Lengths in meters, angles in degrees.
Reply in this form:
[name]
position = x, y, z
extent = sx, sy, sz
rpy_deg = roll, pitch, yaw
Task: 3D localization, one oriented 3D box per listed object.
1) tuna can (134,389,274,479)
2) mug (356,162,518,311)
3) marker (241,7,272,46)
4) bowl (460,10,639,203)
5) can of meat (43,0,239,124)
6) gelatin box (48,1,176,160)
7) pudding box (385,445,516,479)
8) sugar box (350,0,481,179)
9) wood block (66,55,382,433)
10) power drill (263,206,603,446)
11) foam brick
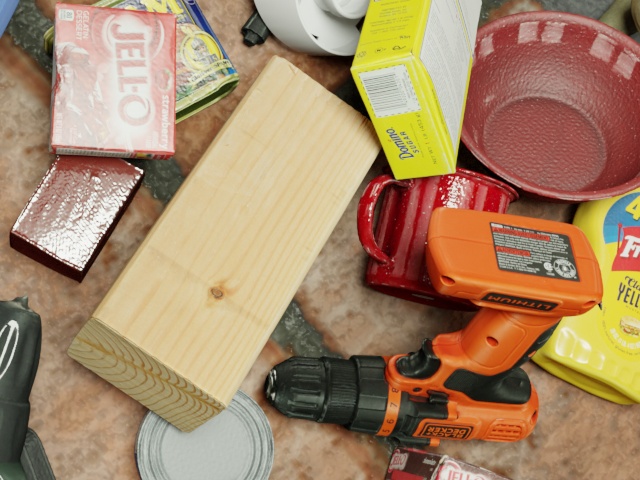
[tuna can]
position = -0.074, 0.132, 0.675
extent = 0.086, 0.034, 0.086
rpy_deg = 2, 80, -14
[mug]
position = 0.069, -0.004, 0.700
extent = 0.117, 0.093, 0.081
rpy_deg = 21, 80, -42
[marker]
position = -0.021, -0.186, 0.749
extent = 0.020, 0.020, 0.121
rpy_deg = 31, 75, -8
[bowl]
position = 0.162, -0.082, 0.743
extent = 0.162, 0.055, 0.162
rpy_deg = 2, 59, -3
[can of meat]
position = -0.114, -0.116, 0.695
extent = 0.102, 0.057, 0.084
rpy_deg = -31, 92, -16
[gelatin box]
position = -0.124, -0.095, 0.644
extent = 0.073, 0.030, 0.089
rpy_deg = 2, 85, -16
[pudding box]
position = 0.106, 0.167, 0.686
extent = 0.113, 0.090, 0.039
rpy_deg = 23, 79, -11
[sugar box]
position = 0.065, -0.133, 0.682
extent = 0.048, 0.093, 0.176
rpy_deg = -7, 44, 20
[wood block]
position = -0.054, 0.000, 0.652
extent = 0.091, 0.090, 0.206
rpy_deg = 35, 62, -7
[power drill]
position = 0.071, 0.060, 0.651
extent = 0.184, 0.188, 0.057
rpy_deg = 6, 51, -14
[foam brick]
position = -0.153, -0.020, 0.670
extent = 0.051, 0.053, 0.078
rpy_deg = 31, 75, -8
